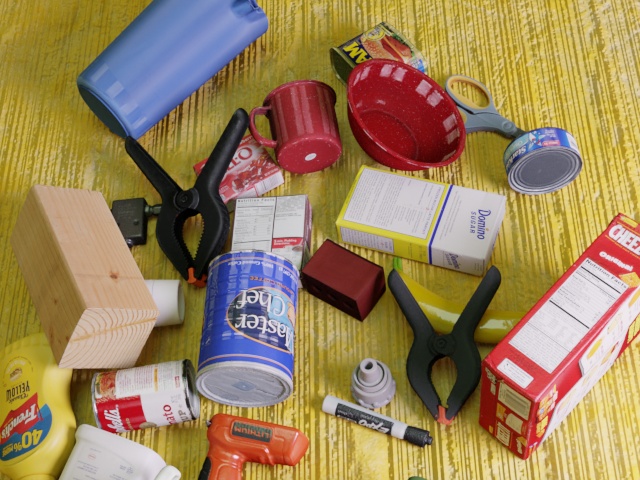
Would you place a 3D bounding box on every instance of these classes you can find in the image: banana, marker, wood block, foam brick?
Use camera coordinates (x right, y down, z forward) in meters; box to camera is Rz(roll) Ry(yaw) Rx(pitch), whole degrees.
[{"bbox_3d":[0.151,0.074,1.161,0.198,0.037,0.069,23,67,22],"label":"banana"},{"bbox_3d":[0.060,0.189,1.114,0.121,0.020,0.020,17,62,20],"label":"marker"},{"bbox_3d":[-0.267,0.038,1.191,0.090,0.090,0.206,5,37,-38],"label":"wood block"},{"bbox_3d":[0.027,0.045,1.192,0.078,0.053,0.051,27,66,25],"label":"foam brick"}]

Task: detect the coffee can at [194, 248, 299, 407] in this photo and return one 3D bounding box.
[{"bbox_3d":[-0.077,0.095,1.148,0.103,0.103,0.140,-2,58,8],"label":"coffee can"}]

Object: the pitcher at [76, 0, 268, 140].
[{"bbox_3d":[-0.198,-0.246,1.380,0.145,0.149,0.242,41,75,13],"label":"pitcher"}]

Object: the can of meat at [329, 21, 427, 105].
[{"bbox_3d":[0.074,-0.221,1.350,0.084,0.057,0.102,-32,59,-14],"label":"can of meat"}]

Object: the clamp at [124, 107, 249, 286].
[{"bbox_3d":[-0.144,-0.052,1.256,0.165,0.036,0.210,-19,71,18],"label":"clamp"}]

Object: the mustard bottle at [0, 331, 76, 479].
[{"bbox_3d":[-0.307,0.199,1.144,0.096,0.058,0.191,-25,56,19],"label":"mustard bottle"}]

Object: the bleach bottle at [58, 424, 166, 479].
[{"bbox_3d":[-0.250,0.317,1.063,0.103,0.068,0.250,16,64,19],"label":"bleach bottle"}]

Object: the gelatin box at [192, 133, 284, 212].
[{"bbox_3d":[-0.101,-0.082,1.307,0.089,0.030,0.073,-30,58,-10],"label":"gelatin box"}]

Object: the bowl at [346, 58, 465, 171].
[{"bbox_3d":[0.090,-0.137,1.263,0.162,0.055,0.162,16,50,-21],"label":"bowl"}]

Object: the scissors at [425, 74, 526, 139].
[{"bbox_3d":[0.207,-0.129,1.293,0.096,0.016,0.202,-34,59,-10],"label":"scissors"}]

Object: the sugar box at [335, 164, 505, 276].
[{"bbox_3d":[0.115,-0.024,1.225,0.176,0.048,0.093,16,60,15],"label":"sugar box"}]

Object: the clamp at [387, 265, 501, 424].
[{"bbox_3d":[0.120,0.104,1.120,0.120,0.039,0.171,5,78,24],"label":"clamp"}]

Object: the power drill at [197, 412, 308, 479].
[{"bbox_3d":[-0.072,0.274,1.061,0.184,0.057,0.187,10,60,16],"label":"power drill"}]

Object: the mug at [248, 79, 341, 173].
[{"bbox_3d":[-0.030,-0.135,1.288,0.117,0.093,0.081,2,59,-22],"label":"mug"}]

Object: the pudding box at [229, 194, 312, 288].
[{"bbox_3d":[-0.058,0.002,1.242,0.090,0.039,0.113,-3,55,10],"label":"pudding box"}]

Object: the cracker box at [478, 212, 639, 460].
[{"bbox_3d":[0.248,0.097,1.055,0.072,0.164,0.213,37,71,25],"label":"cracker box"}]

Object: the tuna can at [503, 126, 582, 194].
[{"bbox_3d":[0.253,-0.091,1.219,0.086,0.086,0.034,-10,56,3],"label":"tuna can"}]

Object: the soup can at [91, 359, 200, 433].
[{"bbox_3d":[-0.186,0.167,1.142,0.102,0.068,0.068,-10,57,3],"label":"soup can"}]
